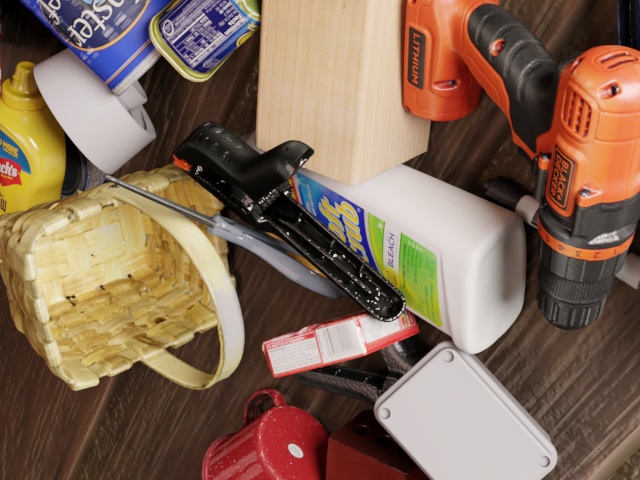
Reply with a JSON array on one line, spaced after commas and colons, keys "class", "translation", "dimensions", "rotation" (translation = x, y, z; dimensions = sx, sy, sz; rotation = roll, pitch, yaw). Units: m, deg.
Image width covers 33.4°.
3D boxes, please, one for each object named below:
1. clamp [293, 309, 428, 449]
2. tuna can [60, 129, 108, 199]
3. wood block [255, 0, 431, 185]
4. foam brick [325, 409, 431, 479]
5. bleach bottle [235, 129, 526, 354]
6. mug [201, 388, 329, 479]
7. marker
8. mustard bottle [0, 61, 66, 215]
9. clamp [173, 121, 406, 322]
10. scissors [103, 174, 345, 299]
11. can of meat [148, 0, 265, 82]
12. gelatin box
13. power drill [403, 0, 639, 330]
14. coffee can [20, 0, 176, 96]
[{"class": "clamp", "translation": [0.062, 0.099, 0.809], "dimensions": [0.172, 0.039, 0.120], "rotation": [32, 123, 20]}, {"class": "tuna can", "translation": [-0.237, -0.080, 0.997], "dimensions": [0.086, 0.033, 0.086], "rotation": [19, 121, 35]}, {"class": "wood block", "translation": [0.022, -0.153, 0.689], "dimensions": [0.090, 0.090, 0.206], "rotation": [25, 124, 32]}, {"class": "foam brick", "translation": [0.050, 0.178, 0.846], "dimensions": [0.078, 0.052, 0.051], "rotation": [18, 121, 34]}, {"class": "bleach bottle", "translation": [0.027, -0.018, 0.768], "dimensions": [0.251, 0.068, 0.102], "rotation": [28, 140, 36]}, {"class": "mug", "translation": [-0.043, 0.183, 0.917], "dimensions": [0.082, 0.093, 0.117], "rotation": [-41, 44, 40]}, {"class": "marker", "translation": [0.156, -0.008, 0.686], "dimensions": [0.121, 0.020, 0.020], "rotation": [34, 129, 27]}, {"class": "mustard bottle", "translation": [-0.270, -0.073, 0.964], "dimensions": [0.096, 0.058, 0.192], "rotation": [38, 130, 29]}, {"class": "clamp", "translation": [-0.032, -0.025, 0.734], "dimensions": [0.210, 0.036, 0.164], "rotation": [26, 157, 51]}, {"class": "scissors", "translation": [-0.055, 0.001, 0.765], "dimensions": [0.096, 0.201, 0.016], "rotation": [37, 102, 44]}, {"class": "can of meat", "translation": [-0.060, -0.170, 0.747], "dimensions": [0.057, 0.102, 0.084], "rotation": [47, 134, -13]}, {"class": "gelatin box", "translation": [0.014, 0.069, 0.768], "dimensions": [0.089, 0.073, 0.030], "rotation": [-19, 87, 37]}, {"class": "power drill", "translation": [0.117, -0.061, 0.620], "dimensions": [0.188, 0.057, 0.184], "rotation": [52, 152, 41]}, {"class": "coffee can", "translation": [-0.167, -0.193, 0.801], "dimensions": [0.140, 0.102, 0.103], "rotation": [45, 138, -15]}]
